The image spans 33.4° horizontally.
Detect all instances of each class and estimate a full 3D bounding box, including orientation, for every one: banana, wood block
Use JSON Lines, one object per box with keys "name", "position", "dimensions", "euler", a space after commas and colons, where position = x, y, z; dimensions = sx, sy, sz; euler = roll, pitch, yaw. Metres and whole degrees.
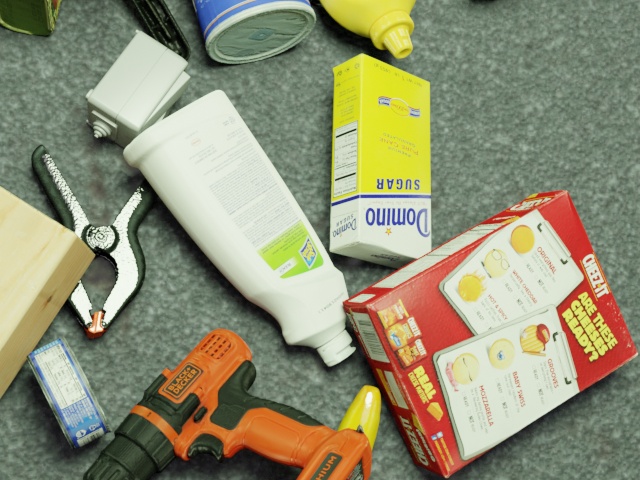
{"name": "banana", "position": [0.010, 0.215, 0.872], "dimensions": [0.037, 0.070, 0.197], "euler": [23, 59, 2]}
{"name": "wood block", "position": [-0.274, 0.068, 0.825], "dimensions": [0.090, 0.091, 0.206], "euler": [31, 79, 4]}

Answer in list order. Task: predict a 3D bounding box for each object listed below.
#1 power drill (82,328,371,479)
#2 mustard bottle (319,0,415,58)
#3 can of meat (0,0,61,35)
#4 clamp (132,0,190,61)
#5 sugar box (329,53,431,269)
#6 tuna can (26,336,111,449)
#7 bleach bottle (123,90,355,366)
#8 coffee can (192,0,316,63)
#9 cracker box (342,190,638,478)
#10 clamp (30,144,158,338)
{"name": "power drill", "position": [-0.069, 0.169, 0.831], "dimensions": [0.188, 0.057, 0.184], "euler": [26, 58, 25]}
{"name": "mustard bottle", "position": [0.037, -0.249, 0.996], "dimensions": [0.096, 0.058, 0.192], "euler": [-13, 65, -28]}
{"name": "can of meat", "position": [-0.251, -0.237, 0.931], "dimensions": [0.057, 0.102, 0.084], "euler": [13, 74, -7]}
{"name": "clamp", "position": [-0.182, -0.262, 0.957], "dimensions": [0.036, 0.164, 0.210], "euler": [-28, 58, 2]}
{"name": "sugar box", "position": [0.056, -0.069, 0.957], "dimensions": [0.093, 0.048, 0.176], "euler": [14, 67, -39]}
{"name": "tuna can", "position": [-0.200, 0.121, 0.846], "dimensions": [0.033, 0.086, 0.086], "euler": [-27, 81, -16]}
{"name": "bleach bottle", "position": [-0.056, 0.001, 0.910], "dimensions": [0.102, 0.068, 0.251], "euler": [-36, 94, -33]}
{"name": "coffee can", "position": [-0.073, -0.247, 0.969], "dimensions": [0.102, 0.103, 0.140], "euler": [-15, 78, -15]}
{"name": "cracker box", "position": [0.146, 0.077, 0.920], "dimensions": [0.213, 0.072, 0.164], "euler": [-28, 100, -19]}
{"name": "clamp", "position": [-0.179, -0.005, 0.913], "dimensions": [0.120, 0.039, 0.171], "euler": [-7, 79, -8]}
